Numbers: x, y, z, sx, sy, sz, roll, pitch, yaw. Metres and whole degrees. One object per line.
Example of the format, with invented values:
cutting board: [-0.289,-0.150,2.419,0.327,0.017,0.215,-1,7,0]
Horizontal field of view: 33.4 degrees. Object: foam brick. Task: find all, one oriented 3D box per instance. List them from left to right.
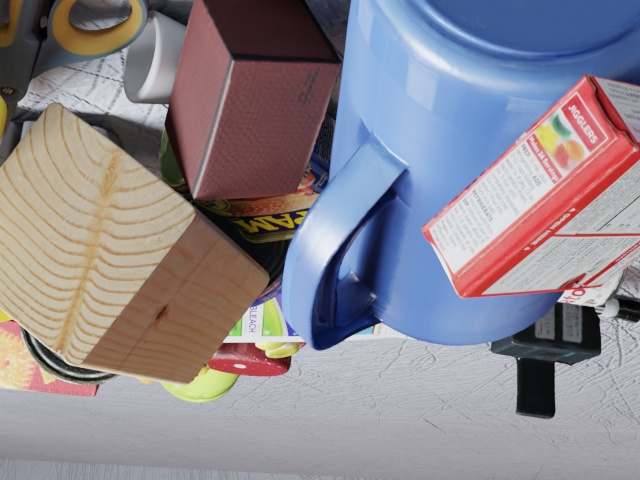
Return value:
foam brick: [-0.032,-0.064,0.474,0.052,0.051,0.078,-3,136,-28]

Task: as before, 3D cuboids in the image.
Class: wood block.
wood block: [-0.102,0.014,0.574,0.090,0.091,0.206,37,175,11]

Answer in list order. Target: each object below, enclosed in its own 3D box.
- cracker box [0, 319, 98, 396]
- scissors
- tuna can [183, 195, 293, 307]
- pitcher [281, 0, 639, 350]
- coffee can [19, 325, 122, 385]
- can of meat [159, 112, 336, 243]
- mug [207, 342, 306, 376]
cracker box: [-0.308,0.087,1.007,0.213,0.072,0.164,8,-176,-7]
scissors: [-0.135,-0.081,0.528,0.096,0.016,0.202,2,154,-9]
tuna can: [-0.055,0.001,0.698,0.086,0.086,0.033,3,166,9]
pitcher: [0.059,-0.044,0.433,0.145,0.149,0.243,4,159,2]
coffee can: [-0.188,0.062,0.864,0.102,0.103,0.140,9,174,-12]
can of meat: [-0.028,-0.042,0.604,0.102,0.057,0.083,-7,156,33]
mug: [-0.053,0.072,0.929,0.117,0.081,0.093,-5,160,30]
